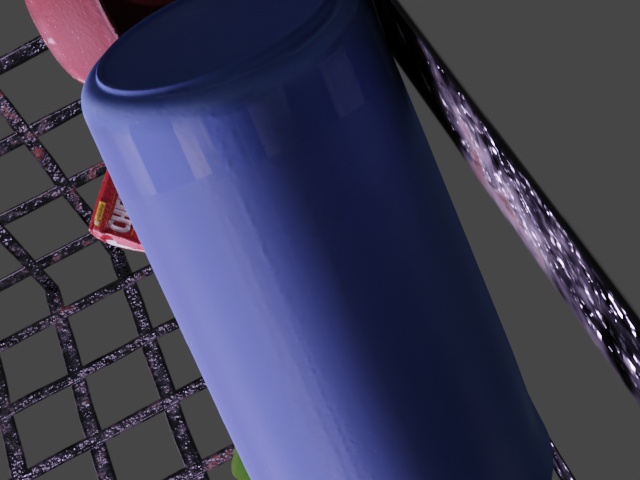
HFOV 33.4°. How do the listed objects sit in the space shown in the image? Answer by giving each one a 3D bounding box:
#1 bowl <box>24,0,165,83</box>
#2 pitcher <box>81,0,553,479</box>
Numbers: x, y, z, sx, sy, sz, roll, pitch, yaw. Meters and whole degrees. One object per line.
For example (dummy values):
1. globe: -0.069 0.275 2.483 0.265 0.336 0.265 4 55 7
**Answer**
1. bowl: -0.143 -0.152 0.677 0.162 0.055 0.162 -22 -90 -80
2. pitcher: -0.001 0.016 0.440 0.144 0.149 0.243 -55 -47 -41
